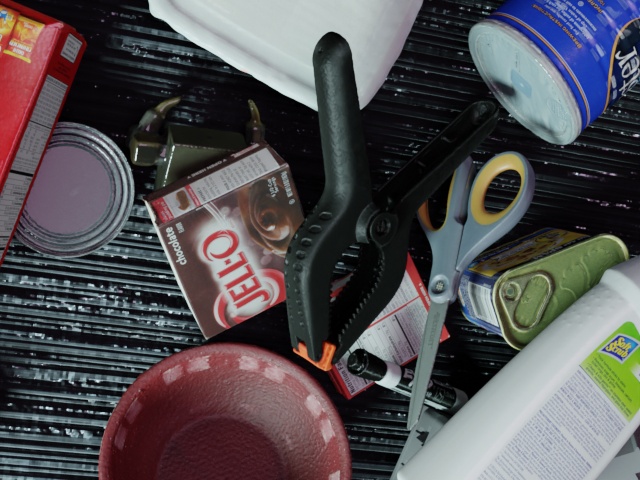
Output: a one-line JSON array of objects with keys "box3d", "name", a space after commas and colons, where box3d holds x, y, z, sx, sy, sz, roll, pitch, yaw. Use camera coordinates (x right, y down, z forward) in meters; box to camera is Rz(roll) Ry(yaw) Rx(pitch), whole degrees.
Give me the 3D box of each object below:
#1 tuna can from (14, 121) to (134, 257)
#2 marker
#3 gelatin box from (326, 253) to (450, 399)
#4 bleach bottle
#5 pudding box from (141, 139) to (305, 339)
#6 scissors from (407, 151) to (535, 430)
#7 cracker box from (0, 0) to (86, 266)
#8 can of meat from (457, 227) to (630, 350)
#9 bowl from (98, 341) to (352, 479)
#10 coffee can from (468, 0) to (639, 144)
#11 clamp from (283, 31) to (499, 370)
[{"box3d": [-0.164, -0.033, 0.687, 0.086, 0.034, 0.086, -1, 96, -14], "name": "tuna can"}, {"box3d": [0.060, 0.098, 0.737, 0.120, 0.020, 0.020, 27, 89, -42], "name": "marker"}, {"box3d": [0.035, 0.056, 0.748, 0.089, 0.030, 0.073, -30, 103, -10], "name": "gelatin box"}, {"box3d": [0.171, 0.100, 0.689, 0.251, 0.068, 0.102, -44, 114, -2], "name": "bleach bottle"}, {"box3d": [-0.054, 0.001, 0.690, 0.090, 0.039, 0.113, -27, 134, -10], "name": "pudding box"}, {"box3d": [0.098, 0.022, 0.705, 0.016, 0.096, 0.201, 32, 52, -47], "name": "scissors"}, {"box3d": [-0.254, -0.053, 0.626, 0.164, 0.072, 0.214, 22, 91, 3], "name": "cracker box"}, {"box3d": [0.153, 0.030, 0.746, 0.102, 0.084, 0.057, -21, 101, -11], "name": "can of meat"}, {"box3d": [-0.063, 0.151, 0.701, 0.162, 0.055, 0.162, 3, 66, -8], "name": "bowl"}, {"box3d": [0.186, -0.148, 0.726, 0.140, 0.103, 0.103, -40, 103, -7], "name": "coffee can"}, {"box3d": [0.037, -0.018, 0.692, 0.164, 0.036, 0.210, 5, 105, -41], "name": "clamp"}]
